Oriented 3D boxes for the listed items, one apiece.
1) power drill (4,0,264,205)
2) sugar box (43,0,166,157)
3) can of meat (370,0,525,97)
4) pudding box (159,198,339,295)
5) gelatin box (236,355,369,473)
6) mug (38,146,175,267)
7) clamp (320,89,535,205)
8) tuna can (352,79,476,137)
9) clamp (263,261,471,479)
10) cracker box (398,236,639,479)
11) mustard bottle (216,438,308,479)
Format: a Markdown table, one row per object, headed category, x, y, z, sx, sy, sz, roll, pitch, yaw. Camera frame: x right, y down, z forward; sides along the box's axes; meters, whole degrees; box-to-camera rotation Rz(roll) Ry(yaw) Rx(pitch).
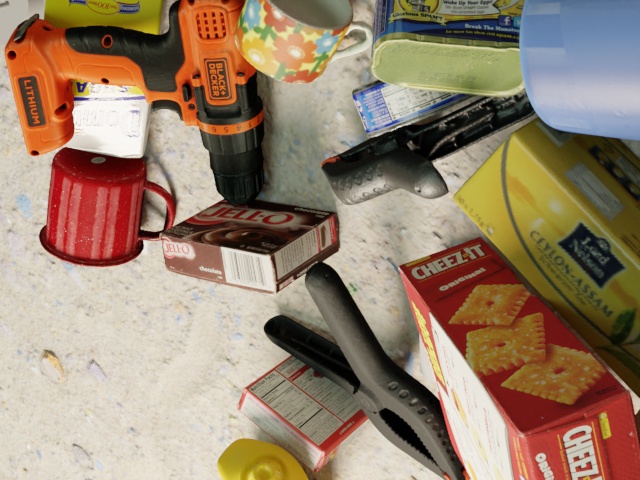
| category | x | y | z | sx | sy | sz | roll | pitch | yaw |
| --- | --- | --- | --- | --- | --- | --- | --- | --- | --- |
| power drill | -0.138 | -0.108 | 0.830 | 0.187 | 0.057 | 0.184 | -2 | 120 | 5 |
| sugar box | -0.177 | -0.155 | 0.865 | 0.093 | 0.048 | 0.176 | 10 | 122 | -6 |
| can of meat | 0.081 | -0.138 | 0.641 | 0.102 | 0.084 | 0.057 | 5 | 156 | 1 |
| pudding box | -0.056 | 0.001 | 0.842 | 0.114 | 0.089 | 0.039 | 13 | 120 | 33 |
| gelatin box | -0.013 | 0.141 | 0.888 | 0.089 | 0.073 | 0.030 | 35 | 128 | 20 |
| mug | -0.185 | -0.032 | 0.938 | 0.117 | 0.093 | 0.081 | 11 | 117 | -2 |
| clamp | 0.055 | -0.052 | 0.717 | 0.172 | 0.120 | 0.039 | -19 | 103 | 46 |
| tuna can | 0.065 | -0.099 | 0.703 | 0.086 | 0.085 | 0.034 | -16 | 99 | 42 |
| clamp | 0.039 | 0.114 | 0.844 | 0.210 | 0.036 | 0.165 | 48 | 157 | -3 |
| cracker box | 0.129 | 0.114 | 0.672 | 0.214 | 0.072 | 0.164 | -119 | 10 | -64 |
| mustard bottle | -0.042 | 0.209 | 0.891 | 0.096 | 0.058 | 0.191 | 41 | 165 | 14 |
